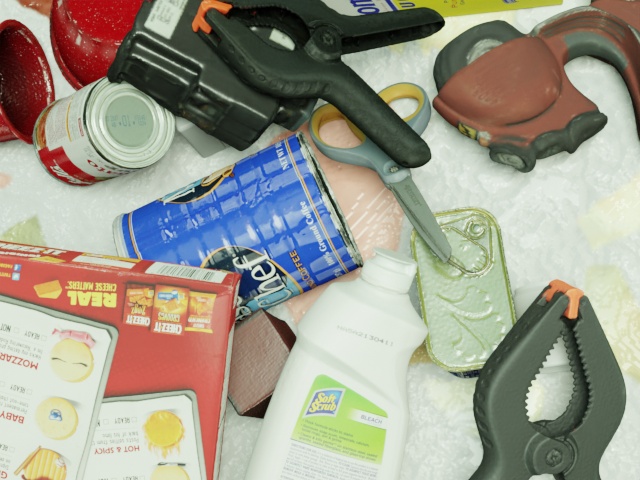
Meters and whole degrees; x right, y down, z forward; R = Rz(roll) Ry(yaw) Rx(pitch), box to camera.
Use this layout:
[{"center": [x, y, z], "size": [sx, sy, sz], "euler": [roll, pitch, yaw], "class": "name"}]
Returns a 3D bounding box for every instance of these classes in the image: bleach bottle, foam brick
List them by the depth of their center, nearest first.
[{"center": [0.013, 0.128, 0.655], "size": [0.102, 0.068, 0.251], "euler": [17, 99, -11], "class": "bleach bottle"}, {"center": [-0.038, 0.084, 0.716], "size": [0.053, 0.078, 0.051], "euler": [-36, 76, 2], "class": "foam brick"}]

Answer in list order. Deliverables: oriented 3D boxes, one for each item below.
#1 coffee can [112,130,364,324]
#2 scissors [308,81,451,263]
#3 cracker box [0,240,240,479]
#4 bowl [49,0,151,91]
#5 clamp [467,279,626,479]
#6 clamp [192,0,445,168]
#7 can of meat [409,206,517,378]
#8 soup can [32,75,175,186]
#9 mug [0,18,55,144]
[{"center": [-0.055, 0.001, 0.724], "size": [0.140, 0.102, 0.103], "euler": [-25, 74, 4], "class": "coffee can"}, {"center": [0.062, -0.056, 0.709], "size": [0.096, 0.016, 0.202], "euler": [-32, 40, -14], "class": "scissors"}, {"center": [-0.141, 0.115, 0.652], "size": [0.164, 0.072, 0.214], "euler": [7, 98, 1], "class": "cracker box"}, {"center": [-0.140, -0.181, 0.807], "size": [0.162, 0.055, 0.162], "euler": [-2, 78, 11], "class": "bowl"}, {"center": [0.123, 0.129, 0.638], "size": [0.164, 0.036, 0.210], "euler": [-3, 100, -12], "class": "clamp"}, {"center": [0.006, -0.127, 0.687], "size": [0.171, 0.039, 0.120], "euler": [25, 55, -13], "class": "clamp"}, {"center": [0.096, 0.038, 0.696], "size": [0.057, 0.084, 0.102], "euler": [-10, 76, 9], "class": "can of meat"}, {"center": [-0.153, -0.077, 0.752], "size": [0.068, 0.102, 0.068], "euler": [3, 85, -33], "class": "soup can"}, {"center": [-0.256, -0.121, 0.805], "size": [0.081, 0.093, 0.117], "euler": [-7, 45, 14], "class": "mug"}]
